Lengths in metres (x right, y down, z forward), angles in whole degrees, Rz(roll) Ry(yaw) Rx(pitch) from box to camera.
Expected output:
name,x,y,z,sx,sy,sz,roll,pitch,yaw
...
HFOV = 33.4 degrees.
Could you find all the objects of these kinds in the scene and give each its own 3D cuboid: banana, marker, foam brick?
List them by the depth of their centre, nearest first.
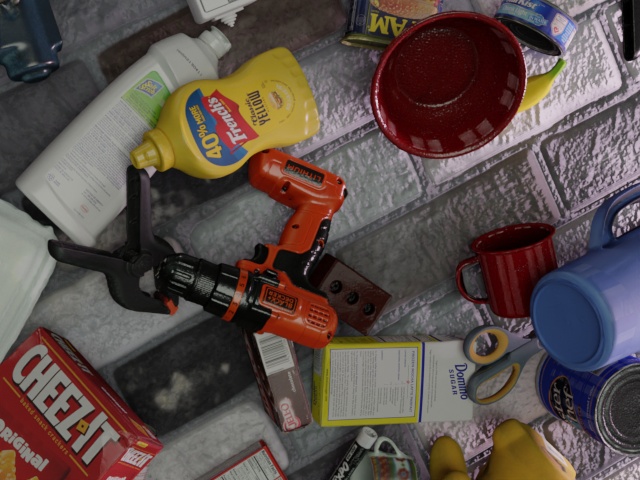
name,x,y,z,sx,sy,sz,roll,pitch,yaw
foam brick,0.028,0.058,1.141,0.078,0.051,0.053,34,88,-16
banana,0.164,-0.164,1.151,0.197,0.037,0.070,-3,113,-8
marker,0.024,0.253,1.160,0.020,0.020,0.121,24,113,-16

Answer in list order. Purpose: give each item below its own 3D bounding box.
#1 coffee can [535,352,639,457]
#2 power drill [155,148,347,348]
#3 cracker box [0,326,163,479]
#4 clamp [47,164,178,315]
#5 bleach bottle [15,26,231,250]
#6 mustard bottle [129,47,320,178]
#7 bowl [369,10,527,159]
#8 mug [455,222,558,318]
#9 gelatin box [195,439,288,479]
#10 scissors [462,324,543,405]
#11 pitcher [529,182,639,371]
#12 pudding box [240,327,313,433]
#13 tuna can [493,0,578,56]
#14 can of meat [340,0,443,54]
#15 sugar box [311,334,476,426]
name,x,y,z,sx,sy,sz,roll,pitch,yaw
coffee can,0.315,0.169,1.180,0.102,0.140,0.103,-2,97,-14
power drill,-0.057,0.001,1.067,0.184,0.057,0.187,23,60,-14
cracker box,-0.287,0.217,1.032,0.213,0.072,0.164,-46,68,-4
clamp,-0.181,0.008,1.054,0.120,0.039,0.171,-47,140,-8
bleach bottle,-0.181,-0.112,1.065,0.250,0.068,0.102,-46,110,-8
mustard bottle,-0.098,-0.114,1.041,0.191,0.058,0.096,-27,100,-25
bowl,0.124,-0.166,1.085,0.162,0.055,0.162,-5,123,-7
mug,0.207,0.037,1.168,0.117,0.093,0.081,-14,105,5
gelatin box,-0.080,0.269,1.151,0.089,0.030,0.073,-31,102,-9
scissors,0.231,0.102,1.191,0.201,0.016,0.096,-39,114,-20
pitcher,0.336,0.041,1.136,0.242,0.149,0.145,-19,137,-35
pudding box,-0.048,0.135,1.112,0.039,0.090,0.113,-16,100,-14
tuna can,0.229,-0.231,1.139,0.086,0.086,0.034,29,91,-16
can of meat,0.078,-0.241,1.116,0.102,0.057,0.084,7,93,-14
sugar box,0.081,0.152,1.170,0.176,0.048,0.093,1,97,-18
